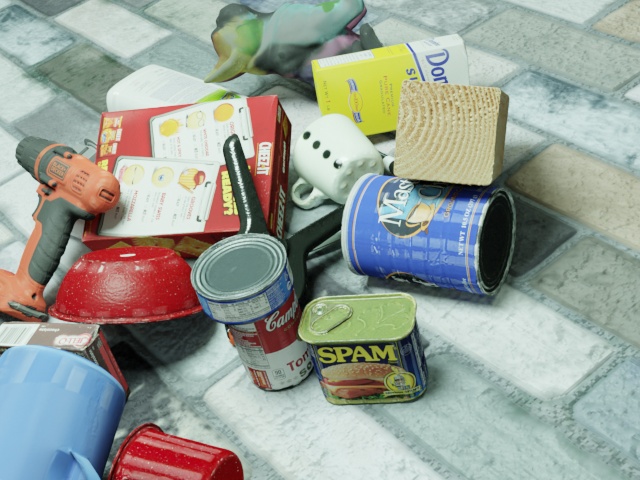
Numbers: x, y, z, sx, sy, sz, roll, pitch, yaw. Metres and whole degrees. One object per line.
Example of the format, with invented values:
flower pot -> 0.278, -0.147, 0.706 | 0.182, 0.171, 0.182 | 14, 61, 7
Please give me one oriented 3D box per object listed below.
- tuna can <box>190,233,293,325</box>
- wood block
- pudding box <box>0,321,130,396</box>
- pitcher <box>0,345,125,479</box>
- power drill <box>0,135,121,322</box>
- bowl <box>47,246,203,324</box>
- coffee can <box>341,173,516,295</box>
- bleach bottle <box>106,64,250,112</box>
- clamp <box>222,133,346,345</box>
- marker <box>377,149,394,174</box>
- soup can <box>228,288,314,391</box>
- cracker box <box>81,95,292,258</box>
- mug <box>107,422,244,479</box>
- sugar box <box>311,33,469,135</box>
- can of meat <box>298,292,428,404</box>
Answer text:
tuna can -> -0.067, 0.034, 0.927 | 0.086, 0.034, 0.086 | -11, 38, 8
wood block -> 0.133, -0.106, 1.049 | 0.091, 0.090, 0.206 | 6, 7, 11
pudding box -> -0.247, 0.121, 1.010 | 0.114, 0.090, 0.039 | 1, 39, 23
pitcher -> -0.230, 0.206, 0.811 | 0.149, 0.145, 0.242 | 16, 60, 1
power drill -> -0.312, -0.017, 1.162 | 0.185, 0.057, 0.187 | 26, 88, 45
bowl -> -0.189, 0.040, 1.057 | 0.162, 0.055, 0.162 | -2, 9, 0
coffee can -> 0.105, -0.007, 1.028 | 0.140, 0.103, 0.102 | 8, 44, 28
bleach bottle -> -0.152, -0.156, 1.346 | 0.251, 0.068, 0.102 | 22, 49, 36
clamp -> -0.057, 0.001, 1.065 | 0.164, 0.036, 0.210 | 28, 70, -3
marker -> 0.066, -0.091, 1.202 | 0.020, 0.020, 0.121 | -30, 30, -17
soup can -> -0.047, 0.080, 0.976 | 0.068, 0.102, 0.068 | -10, 38, 8
cracker box -> -0.144, -0.065, 1.179 | 0.214, 0.072, 0.164 | -3, 65, 15
mug -> -0.118, 0.200, 0.851 | 0.082, 0.117, 0.093 | 9, 84, 22
sugar box -> 0.084, -0.176, 1.239 | 0.176, 0.093, 0.048 | -11, 28, -1
can of meat -> 0.040, 0.097, 0.937 | 0.102, 0.084, 0.057 | -4, 39, 16
